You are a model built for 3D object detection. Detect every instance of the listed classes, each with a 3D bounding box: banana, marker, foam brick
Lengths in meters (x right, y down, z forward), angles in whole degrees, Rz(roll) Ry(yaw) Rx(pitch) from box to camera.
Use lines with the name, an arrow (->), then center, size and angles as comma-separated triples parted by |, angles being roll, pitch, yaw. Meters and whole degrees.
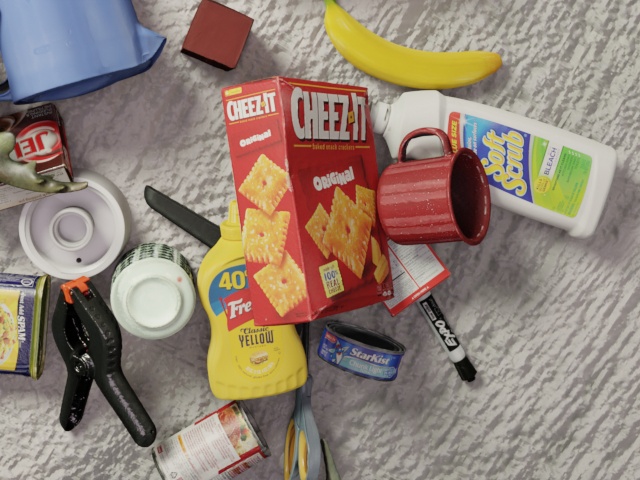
banana -> 0.083, -0.188, 1.058 | 0.197, 0.037, 0.069 | 21, 95, -10
marker -> 0.129, 0.097, 1.114 | 0.020, 0.020, 0.121 | -32, 101, -3
foam brick -> -0.099, -0.194, 1.011 | 0.053, 0.078, 0.051 | 22, 93, -11

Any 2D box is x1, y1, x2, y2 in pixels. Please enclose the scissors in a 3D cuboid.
scissors -> -0.012, 0.157, 1.070 | 0.016, 0.096, 0.202 | 4, 101, -19

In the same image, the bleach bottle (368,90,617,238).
bleach bottle -> 0.164, -0.083, 1.073 | 0.250, 0.068, 0.102 | 16, 98, -7

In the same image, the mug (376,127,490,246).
mug -> 0.105, -0.049, 1.018 | 0.082, 0.093, 0.117 | -5, 102, 33

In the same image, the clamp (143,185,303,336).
clamp -> -0.057, 0.001, 1.065 | 0.164, 0.036, 0.210 | -28, 103, -2

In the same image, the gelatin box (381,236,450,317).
gelatin box -> 0.076, 0.021, 1.082 | 0.073, 0.030, 0.089 | -36, 85, -2

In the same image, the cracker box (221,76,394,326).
cracker box -> -0.005, -0.037, 0.986 | 0.072, 0.163, 0.214 | -7, 90, 31

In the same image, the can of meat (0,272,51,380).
can of meat -> -0.309, 0.080, 1.032 | 0.084, 0.057, 0.102 | 5, 97, -7

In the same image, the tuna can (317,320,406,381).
tuna can -> 0.041, 0.111, 1.070 | 0.086, 0.086, 0.034 | 17, 97, -10

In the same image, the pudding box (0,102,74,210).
pudding box -> -0.291, -0.074, 0.995 | 0.113, 0.090, 0.039 | -19, 140, -3

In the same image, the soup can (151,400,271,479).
soup can -> -0.110, 0.212, 1.073 | 0.102, 0.068, 0.068 | -30, 101, -3

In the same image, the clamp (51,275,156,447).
clamp -> -0.210, 0.121, 1.019 | 0.120, 0.039, 0.171 | 10, 116, 25

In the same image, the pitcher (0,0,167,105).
pitcher -> -0.256, -0.247, 0.960 | 0.148, 0.145, 0.243 | -22, 99, -40

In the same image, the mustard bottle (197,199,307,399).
mustard bottle -> -0.068, 0.054, 1.026 | 0.096, 0.058, 0.191 | -7, 106, -8
